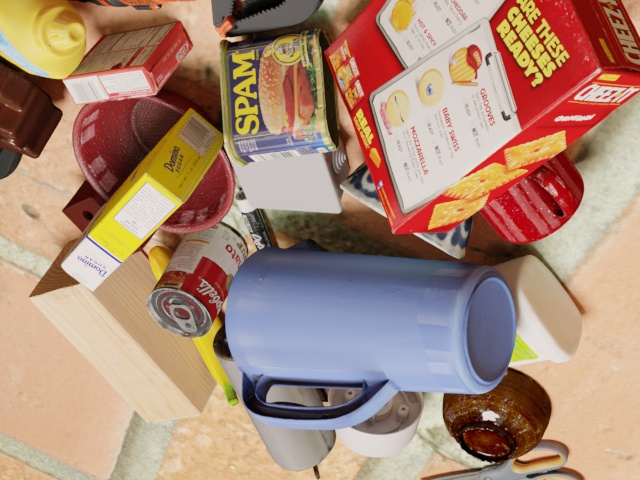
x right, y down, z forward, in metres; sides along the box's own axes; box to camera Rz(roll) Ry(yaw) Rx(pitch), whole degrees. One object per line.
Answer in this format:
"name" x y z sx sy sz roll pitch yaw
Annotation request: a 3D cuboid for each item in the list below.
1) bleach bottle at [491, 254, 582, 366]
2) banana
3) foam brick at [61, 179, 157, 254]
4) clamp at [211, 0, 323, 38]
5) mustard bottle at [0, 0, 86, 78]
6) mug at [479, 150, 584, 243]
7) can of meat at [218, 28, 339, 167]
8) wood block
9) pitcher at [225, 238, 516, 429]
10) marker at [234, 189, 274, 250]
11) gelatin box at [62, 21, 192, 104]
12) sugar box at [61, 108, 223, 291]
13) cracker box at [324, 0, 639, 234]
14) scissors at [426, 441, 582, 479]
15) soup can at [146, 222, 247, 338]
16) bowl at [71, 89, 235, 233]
"bleach bottle" 0.117 0.091 1.029 0.251 0.068 0.102 -21 118 41
"banana" -0.130 0.080 1.134 0.037 0.070 0.198 -30 111 -7
"foam brick" -0.208 -0.025 1.073 0.053 0.051 0.078 -20 121 38
"clamp" -0.013 -0.213 0.802 0.164 0.036 0.210 26 144 -17
"mustard bottle" -0.247 -0.176 0.883 0.192 0.058 0.096 17 155 48
"mug" 0.161 -0.049 0.839 0.081 0.093 0.117 47 174 -28
"can of meat" -0.032 -0.116 0.859 0.084 0.102 0.057 -6 170 13
"wood block" -0.204 0.095 1.161 0.090 0.090 0.206 -15 125 36
"pitcher" 0.041 0.082 0.944 0.243 0.144 0.149 0 102 37
"marker" -0.057 0.001 1.052 0.020 0.020 0.121 1 132 24
"gelatin box" -0.164 -0.150 0.912 0.089 0.073 0.030 -3 129 27
"sugar box" -0.158 -0.032 0.928 0.048 0.093 0.177 41 135 -15
"cracker box" 0.109 -0.124 0.751 0.071 0.164 0.214 -2 154 -39
"scissors" 0.209 0.273 1.198 0.096 0.016 0.202 39 136 -15
"soup can" -0.120 0.037 1.055 0.068 0.102 0.068 13 136 13
"bowl" -0.144 -0.084 0.982 0.162 0.055 0.162 13 136 13
